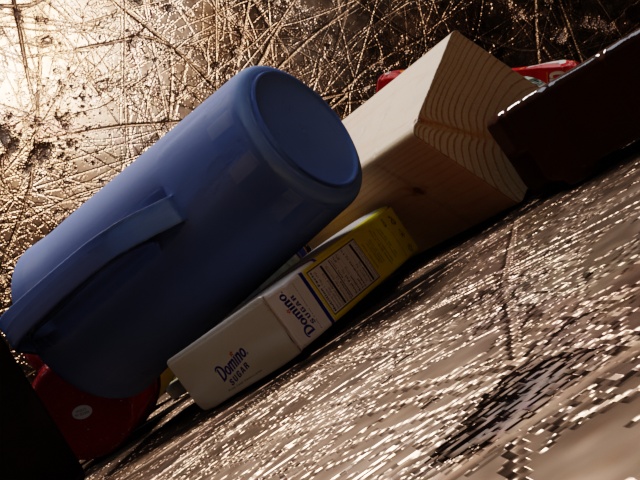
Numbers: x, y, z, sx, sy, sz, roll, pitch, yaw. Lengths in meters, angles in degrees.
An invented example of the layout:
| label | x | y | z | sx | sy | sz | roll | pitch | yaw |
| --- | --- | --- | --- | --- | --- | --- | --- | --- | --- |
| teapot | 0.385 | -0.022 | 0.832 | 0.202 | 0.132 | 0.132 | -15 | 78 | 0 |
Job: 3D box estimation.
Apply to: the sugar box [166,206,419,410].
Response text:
| label | x | y | z | sx | sy | sz | roll | pitch | yaw |
| --- | --- | --- | --- | --- | --- | --- | --- | --- | --- |
| sugar box | -0.012 | 0.040 | 0.687 | 0.093 | 0.048 | 0.176 | -35 | 3 | 35 |

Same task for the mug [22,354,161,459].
| label | x | y | z | sx | sy | sz | roll | pitch | yaw |
| --- | --- | --- | --- | --- | --- | --- | --- | --- | --- |
| mug | -0.182 | 0.109 | 0.814 | 0.093 | 0.117 | 0.081 | -45 | 5 | 4 |

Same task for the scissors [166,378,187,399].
| label | x | y | z | sx | sy | sz | roll | pitch | yaw |
| --- | --- | --- | --- | --- | --- | --- | --- | --- | --- |
| scissors | -0.100 | 0.112 | 0.864 | 0.096 | 0.016 | 0.201 | -34 | 0 | 9 |

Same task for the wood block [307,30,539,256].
| label | x | y | z | sx | sy | sz | roll | pitch | yaw |
| --- | --- | --- | --- | --- | --- | --- | --- | --- | --- |
| wood block | 0.063 | -0.052 | 0.774 | 0.206 | 0.090 | 0.090 | -31 | 32 | 59 |

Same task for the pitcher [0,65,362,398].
| label | x | y | z | sx | sy | sz | roll | pitch | yaw |
| --- | --- | --- | --- | --- | --- | --- | --- | --- | --- |
| pitcher | -0.095 | -0.003 | 0.710 | 0.243 | 0.144 | 0.149 | -39 | 33 | 31 |
